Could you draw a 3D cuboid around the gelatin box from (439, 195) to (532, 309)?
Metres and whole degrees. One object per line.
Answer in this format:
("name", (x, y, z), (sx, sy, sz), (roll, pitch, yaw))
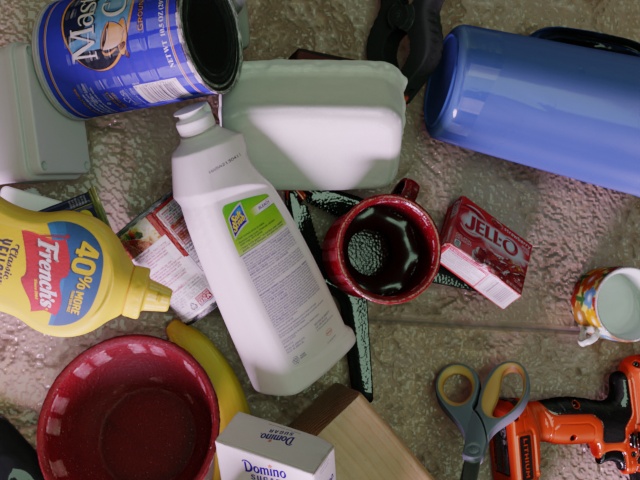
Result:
("gelatin box", (0.153, 0.010, 1.002), (0.089, 0.030, 0.073), (36, 43, -11))

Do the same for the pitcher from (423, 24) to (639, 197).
("pitcher", (0.226, -0.131, 0.999), (0.242, 0.149, 0.145), (12, 102, -10))

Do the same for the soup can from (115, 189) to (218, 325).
("soup can", (-0.124, 0.015, 0.937), (0.068, 0.068, 0.102), (-40, 98, -11))

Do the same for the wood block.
("wood block", (0.058, 0.237, 0.964), (0.090, 0.091, 0.206), (-42, 98, -11))

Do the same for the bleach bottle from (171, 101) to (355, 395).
("bleach bottle", (-0.056, 0.001, 0.894), (0.102, 0.068, 0.251), (-38, 116, -40))

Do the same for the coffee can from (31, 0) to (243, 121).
("coffee can", (-0.149, -0.159, 0.876), (0.140, 0.102, 0.103), (-7, 91, 24))

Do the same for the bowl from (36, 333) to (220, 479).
("bowl", (-0.157, 0.165, 0.915), (0.162, 0.055, 0.162), (-4, 70, 10))

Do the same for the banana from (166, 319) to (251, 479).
("banana", (-0.094, 0.166, 0.957), (0.069, 0.037, 0.198), (-6, 90, -13))

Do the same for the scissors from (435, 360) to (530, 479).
("scissors", (0.123, 0.180, 0.962), (0.201, 0.096, 0.016), (-51, 143, -34))

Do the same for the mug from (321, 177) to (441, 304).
("mug", (0.053, -0.001, 0.933), (0.093, 0.082, 0.117), (24, 81, -11))

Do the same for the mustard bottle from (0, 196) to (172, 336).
("mustard bottle", (-0.208, 0.022, 0.814), (0.191, 0.058, 0.096), (15, 90, -9))

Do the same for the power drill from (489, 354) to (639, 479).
("power drill", (0.260, 0.210, 1.030), (0.187, 0.057, 0.184), (-6, 87, -16))

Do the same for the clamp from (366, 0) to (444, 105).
("clamp", (0.089, -0.209, 0.975), (0.039, 0.120, 0.171), (-3, 94, -43))

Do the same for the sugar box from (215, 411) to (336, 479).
("sugar box", (-0.032, 0.232, 0.903), (0.093, 0.048, 0.176), (14, 126, 23))

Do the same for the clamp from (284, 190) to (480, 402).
("clamp", (0.048, 0.022, 0.993), (0.164, 0.036, 0.210), (-35, 97, -11))
